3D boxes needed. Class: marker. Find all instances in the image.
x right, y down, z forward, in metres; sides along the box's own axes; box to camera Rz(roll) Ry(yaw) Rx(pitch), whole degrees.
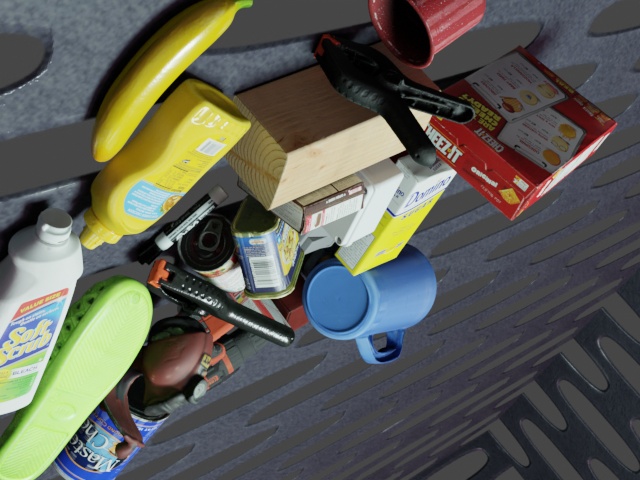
[{"bbox_3d":[-0.150,-0.016,1.152,0.121,0.020,0.020,-41,159,3],"label":"marker"}]

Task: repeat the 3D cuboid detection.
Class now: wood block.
[{"bbox_3d":[0.012,-0.122,1.102,0.205,0.091,0.090,-26,155,-31],"label":"wood block"}]

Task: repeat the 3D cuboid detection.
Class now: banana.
[{"bbox_3d":[-0.135,-0.139,0.900,0.198,0.037,0.069,-43,158,10],"label":"banana"}]

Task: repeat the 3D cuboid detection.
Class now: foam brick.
[{"bbox_3d":[-0.043,0.089,1.494,0.051,0.053,0.078,-28,158,-26],"label":"foam brick"}]

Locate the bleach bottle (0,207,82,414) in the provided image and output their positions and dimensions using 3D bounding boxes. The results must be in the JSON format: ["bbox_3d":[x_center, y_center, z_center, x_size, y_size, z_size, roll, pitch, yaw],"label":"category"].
[{"bbox_3d":[-0.295,0.069,1.027,0.102,0.068,0.251,-8,140,-41],"label":"bleach bottle"}]

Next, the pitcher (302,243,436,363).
[{"bbox_3d":[0.068,0.081,1.480,0.145,0.149,0.242,-50,165,16],"label":"pitcher"}]

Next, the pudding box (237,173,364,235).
[{"bbox_3d":[-0.021,-0.060,1.144,0.089,0.114,0.039,-24,134,-33],"label":"pudding box"}]

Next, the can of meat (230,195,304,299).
[{"bbox_3d":[-0.058,0.001,1.167,0.102,0.057,0.084,-73,156,-56],"label":"can of meat"}]

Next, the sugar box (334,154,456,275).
[{"bbox_3d":[0.095,-0.037,1.317,0.093,0.048,0.176,-23,157,-44],"label":"sugar box"}]

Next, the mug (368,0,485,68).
[{"bbox_3d":[0.102,-0.229,1.058,0.081,0.093,0.117,-37,-170,-19],"label":"mug"}]

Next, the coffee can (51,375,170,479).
[{"bbox_3d":[-0.266,0.231,1.345,0.140,0.103,0.102,-49,157,24],"label":"coffee can"}]

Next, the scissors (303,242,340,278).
[{"bbox_3d":[0.022,-0.008,1.455,0.096,0.016,0.202,-29,158,-29],"label":"scissors"}]

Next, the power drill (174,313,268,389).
[{"bbox_3d":[-0.148,0.141,1.420,0.184,0.057,0.188,-33,158,-15],"label":"power drill"}]

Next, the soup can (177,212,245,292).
[{"bbox_3d":[-0.113,0.016,1.209,0.068,0.068,0.102,-39,159,-1],"label":"soup can"}]

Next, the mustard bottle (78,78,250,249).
[{"bbox_3d":[-0.156,-0.062,0.992,0.192,0.058,0.096,-44,161,13],"label":"mustard bottle"}]

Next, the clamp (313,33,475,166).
[{"bbox_3d":[0.074,-0.148,1.056,0.120,0.171,0.039,-31,161,-52],"label":"clamp"}]

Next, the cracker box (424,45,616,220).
[{"bbox_3d":[0.238,-0.136,1.300,0.213,0.164,0.072,-34,161,-42],"label":"cracker box"}]

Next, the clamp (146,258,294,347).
[{"bbox_3d":[-0.126,0.071,1.215,0.210,0.165,0.036,51,56,-64],"label":"clamp"}]

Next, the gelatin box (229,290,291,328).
[{"bbox_3d":[-0.079,0.097,1.423,0.030,0.073,0.089,-40,160,4],"label":"gelatin box"}]
